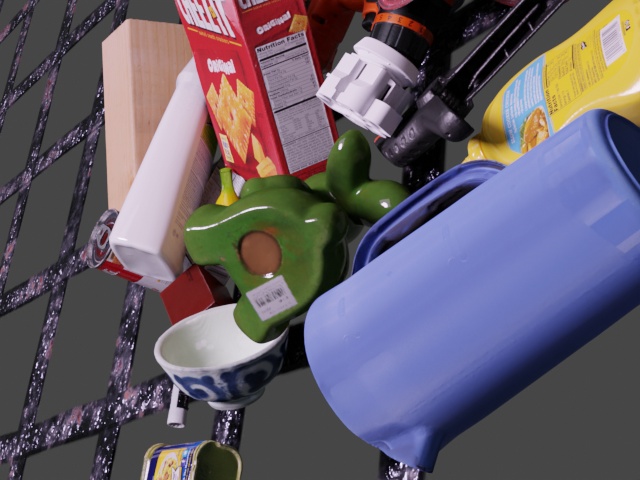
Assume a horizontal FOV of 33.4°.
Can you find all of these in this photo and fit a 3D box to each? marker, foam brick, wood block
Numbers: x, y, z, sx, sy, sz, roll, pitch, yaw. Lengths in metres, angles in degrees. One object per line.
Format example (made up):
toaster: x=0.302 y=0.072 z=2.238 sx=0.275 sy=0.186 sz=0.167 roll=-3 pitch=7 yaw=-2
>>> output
marker: x=-0.138 y=0.130 z=1.084 sx=0.020 sy=0.020 sz=0.121 roll=-27 pitch=49 yaw=46
foam brick: x=-0.116 y=0.070 z=1.048 sx=0.053 sy=0.051 sz=0.078 roll=-41 pitch=36 yaw=6
wood block: x=-0.185 y=-0.132 z=1.196 sx=0.091 sy=0.090 sz=0.206 roll=-17 pitch=75 yaw=58

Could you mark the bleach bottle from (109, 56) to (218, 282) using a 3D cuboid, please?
bleach bottle: x=-0.140 y=-0.090 z=1.098 sx=0.102 sy=0.068 sz=0.250 roll=81 pitch=-155 yaw=-69

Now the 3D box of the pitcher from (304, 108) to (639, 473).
pitcher: x=0.111 y=0.021 z=0.679 sx=0.243 sy=0.149 sz=0.144 roll=-40 pitch=-3 yaw=31

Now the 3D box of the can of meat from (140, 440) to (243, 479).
can of meat: x=-0.119 y=0.231 z=0.954 sx=0.084 sy=0.057 sz=0.102 roll=-19 pitch=55 yaw=48

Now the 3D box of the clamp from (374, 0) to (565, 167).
clamp: x=0.104 y=-0.114 z=0.825 sx=0.164 sy=0.036 sz=0.210 roll=-51 pitch=7 yaw=-20

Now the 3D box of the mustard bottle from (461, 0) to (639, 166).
mustard bottle: x=0.168 y=-0.091 z=0.729 sx=0.192 sy=0.058 sz=0.096 roll=-35 pitch=42 yaw=40

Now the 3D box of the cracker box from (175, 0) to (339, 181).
cracker box: x=-0.062 y=-0.155 z=0.988 sx=0.072 sy=0.213 sz=0.164 roll=-25 pitch=26 yaw=-19

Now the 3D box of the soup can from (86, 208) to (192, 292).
soup can: x=-0.194 y=0.014 z=1.164 sx=0.069 sy=0.102 sz=0.068 roll=-35 pitch=43 yaw=41

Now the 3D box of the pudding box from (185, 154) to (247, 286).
pudding box: x=-0.101 y=-0.023 z=1.110 sx=0.113 sy=0.039 sz=0.090 roll=-58 pitch=32 yaw=11

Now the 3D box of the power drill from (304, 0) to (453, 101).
power drill: x=0.040 y=-0.194 z=0.961 sx=0.188 sy=0.057 sz=0.184 roll=10 pitch=74 yaw=56
